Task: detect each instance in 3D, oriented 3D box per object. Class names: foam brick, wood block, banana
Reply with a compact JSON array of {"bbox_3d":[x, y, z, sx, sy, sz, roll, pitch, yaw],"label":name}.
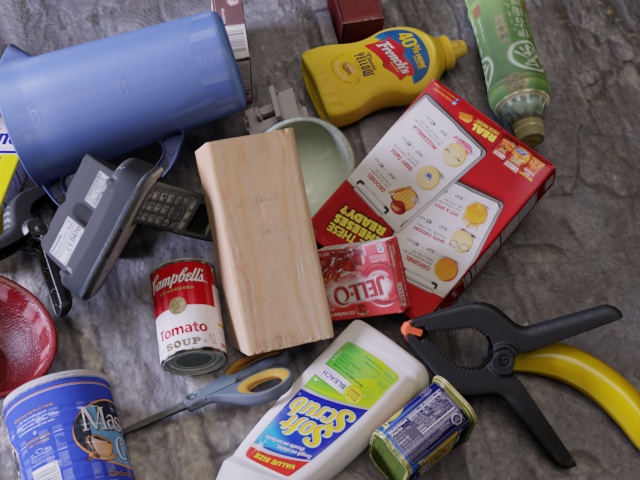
[{"bbox_3d":[0.041,-0.277,1.284,0.051,0.053,0.078,-11,64,-8],"label":"foam brick"},{"bbox_3d":[-0.056,0.001,1.058,0.090,0.091,0.206,-11,92,-12],"label":"wood block"},{"bbox_3d":[0.267,0.151,1.074,0.198,0.037,0.069,26,90,14],"label":"banana"}]

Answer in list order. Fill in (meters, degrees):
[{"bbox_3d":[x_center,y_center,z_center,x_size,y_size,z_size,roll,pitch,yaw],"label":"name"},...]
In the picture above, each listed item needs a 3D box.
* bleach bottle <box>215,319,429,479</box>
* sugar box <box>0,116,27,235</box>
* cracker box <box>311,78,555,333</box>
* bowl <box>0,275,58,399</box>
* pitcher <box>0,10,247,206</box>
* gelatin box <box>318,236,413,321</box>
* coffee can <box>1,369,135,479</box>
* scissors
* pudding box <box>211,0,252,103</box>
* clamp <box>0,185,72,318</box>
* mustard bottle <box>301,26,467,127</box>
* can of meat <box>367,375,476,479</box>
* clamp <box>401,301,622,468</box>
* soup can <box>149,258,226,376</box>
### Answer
[{"bbox_3d":[-0.011,0.196,1.023,0.103,0.068,0.250,35,68,22],"label":"bleach bottle"},{"bbox_3d":[-0.378,-0.056,1.156,0.093,0.048,0.176,10,63,4],"label":"sugar box"},{"bbox_3d":[0.115,-0.036,1.116,0.164,0.072,0.213,39,86,18],"label":"cracker box"},{"bbox_3d":[-0.344,0.105,1.045,0.162,0.055,0.162,18,40,-16],"label":"bowl"},{"bbox_3d":[-0.201,-0.143,1.114,0.243,0.149,0.145,-18,47,-1],"label":"pitcher"},{"bbox_3d":[0.041,0.039,1.059,0.089,0.030,0.073,-9,96,33],"label":"gelatin box"},{"bbox_3d":[-0.229,0.205,0.988,0.102,0.103,0.140,-17,64,-11],"label":"coffee can"},{"bbox_3d":[-0.109,0.160,1.040,0.201,0.016,0.096,-30,26,-18],"label":"scissors"},{"bbox_3d":[-0.102,-0.227,1.231,0.039,0.090,0.113,-6,63,-3],"label":"pudding box"},{"bbox_3d":[-0.308,-0.002,1.108,0.120,0.039,0.171,20,42,-22],"label":"clamp"},{"bbox_3d":[0.081,-0.199,1.240,0.191,0.058,0.096,-18,64,-11],"label":"mustard bottle"},{"bbox_3d":[0.094,0.186,1.010,0.083,0.102,0.057,-37,70,-17],"label":"can of meat"},{"bbox_3d":[0.178,0.126,1.039,0.210,0.036,0.164,11,87,-2],"label":"clamp"},{"bbox_3d":[-0.134,0.078,1.079,0.068,0.068,0.102,-8,63,-6],"label":"soup can"}]
